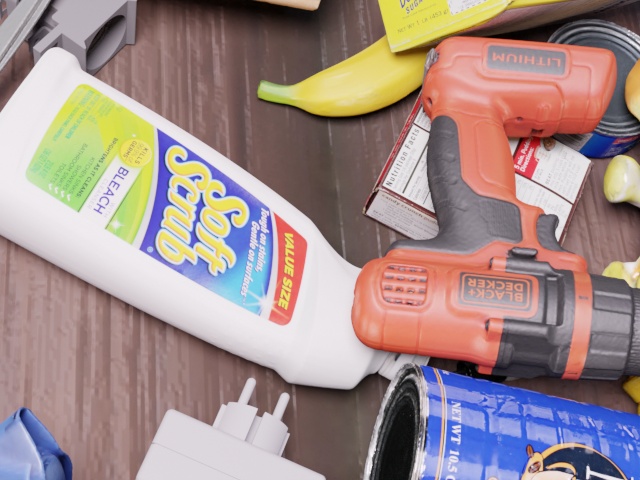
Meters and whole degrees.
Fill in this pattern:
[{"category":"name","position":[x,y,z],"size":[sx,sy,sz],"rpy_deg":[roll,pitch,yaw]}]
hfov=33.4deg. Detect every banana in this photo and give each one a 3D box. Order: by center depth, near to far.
[{"category":"banana","position":[0.051,-0.132,0.663],"size":[0.069,0.037,0.197],"rpy_deg":[43,64,8]}]

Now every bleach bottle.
[{"category":"bleach bottle","position":[-0.054,0.001,0.565],"size":[0.251,0.068,0.102],"rpy_deg":[27,62,-3]}]

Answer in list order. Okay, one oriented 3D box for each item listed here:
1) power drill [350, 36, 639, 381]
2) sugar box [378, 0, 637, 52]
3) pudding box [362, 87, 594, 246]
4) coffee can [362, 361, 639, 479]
[{"category":"power drill","position":[0.115,-0.017,0.547],"size":[0.184,0.057,0.187],"rpy_deg":[7,56,3]},{"category":"sugar box","position":[0.129,-0.152,0.632],"size":[0.175,0.094,0.048],"rpy_deg":[-20,96,-38]},{"category":"pudding box","position":[0.094,-0.032,0.627],"size":[0.113,0.039,0.090],"rpy_deg":[27,63,2]},{"category":"coffee can","position":[0.099,0.124,0.520],"size":[0.140,0.103,0.102],"rpy_deg":[13,63,-7]}]
